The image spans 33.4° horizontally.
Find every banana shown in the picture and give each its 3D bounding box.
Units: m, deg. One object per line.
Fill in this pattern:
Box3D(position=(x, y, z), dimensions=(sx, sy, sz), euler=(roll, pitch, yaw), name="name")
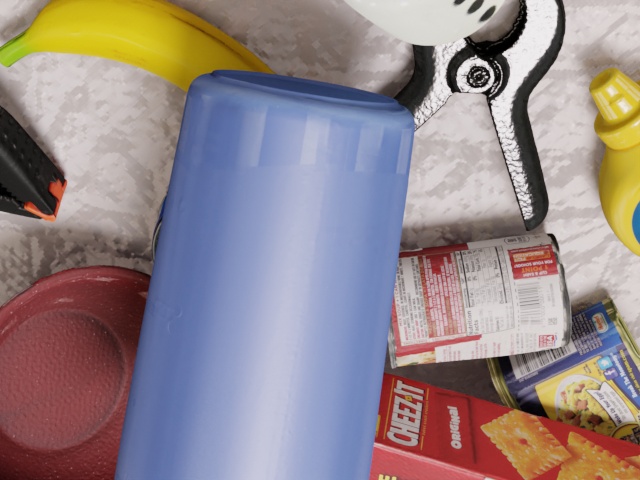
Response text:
Box3D(position=(-0.069, -0.085, 0.571), dimensions=(0.197, 0.037, 0.070), euler=(25, 130, -12), name="banana")

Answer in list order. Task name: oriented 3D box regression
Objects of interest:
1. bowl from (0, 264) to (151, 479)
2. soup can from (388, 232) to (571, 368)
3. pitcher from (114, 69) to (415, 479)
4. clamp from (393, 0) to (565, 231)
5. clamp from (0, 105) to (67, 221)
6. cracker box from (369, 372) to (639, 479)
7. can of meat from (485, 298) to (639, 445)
Box3D(position=(-0.145, 0.089, 0.631), dimensions=(0.161, 0.055, 0.162), euler=(-7, 103, -33), name="bowl")
Box3D(position=(0.087, 0.034, 0.615), dimensions=(0.102, 0.068, 0.068), euler=(-7, 119, 4), name="soup can")
Box3D(position=(-0.033, 0.041, 0.531), dimensions=(0.149, 0.145, 0.243), euler=(12, 103, 9), name="pitcher")
Box3D(position=(0.090, -0.083, 0.566), dimensions=(0.120, 0.039, 0.172), euler=(17, 118, -12), name="clamp")
Box3D(position=(-0.222, -0.070, 0.548), dimensions=(0.209, 0.036, 0.165), euler=(25, 148, -24), name="clamp")
Box3D(position=(0.111, 0.182, 0.634), dimensions=(0.213, 0.072, 0.164), euler=(16, 123, 2), name="cracker box")
Box3D(position=(0.162, 0.095, 0.654), dimensions=(0.084, 0.057, 0.102), euler=(-28, 115, 14), name="can of meat")
